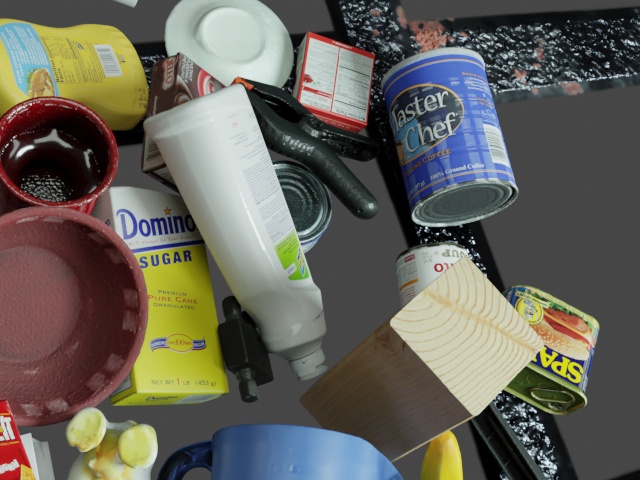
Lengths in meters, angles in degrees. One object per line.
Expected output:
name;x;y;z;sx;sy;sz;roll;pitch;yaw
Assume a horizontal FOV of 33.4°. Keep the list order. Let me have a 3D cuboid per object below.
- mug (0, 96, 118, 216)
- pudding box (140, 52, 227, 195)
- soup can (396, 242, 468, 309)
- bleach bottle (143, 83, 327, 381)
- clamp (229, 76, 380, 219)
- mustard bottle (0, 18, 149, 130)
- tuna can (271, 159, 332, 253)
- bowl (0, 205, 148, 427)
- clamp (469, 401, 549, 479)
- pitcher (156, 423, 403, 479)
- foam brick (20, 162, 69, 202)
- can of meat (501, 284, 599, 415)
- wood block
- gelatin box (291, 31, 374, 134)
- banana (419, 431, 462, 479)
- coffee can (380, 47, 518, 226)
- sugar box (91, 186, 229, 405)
mug;-0.219;-0.056;0.820;0.117;0.082;0.093;25;62;-9
pudding box;-0.111;-0.095;0.941;0.089;0.039;0.113;32;54;-47
soup can;0.106;0.061;0.960;0.068;0.069;0.102;3;66;-19
bleach bottle;-0.056;0.001;0.881;0.251;0.068;0.102;68;24;-9
clamp;-0.010;-0.097;0.976;0.171;0.039;0.120;39;24;-10
mustard bottle;-0.240;-0.138;0.889;0.191;0.058;0.096;-6;68;-46
tuna can;-0.033;-0.029;0.967;0.086;0.034;0.086;8;65;-17
bowl;-0.211;0.052;0.788;0.161;0.055;0.162;-5;100;-31
clamp;0.191;0.239;0.893;0.210;0.036;0.164;44;26;-14
pitcher;-0.040;0.263;0.789;0.144;0.149;0.243;25;61;-37
foam brick;-0.239;-0.043;0.885;0.051;0.053;0.078;18;62;-13
can of meat;0.202;0.099;0.985;0.102;0.058;0.084;28;58;-8
wood block;0.072;0.106;0.846;0.090;0.206;0.091;-38;84;-30
gelatin box;0.011;-0.151;1.041;0.073;0.030;0.089;15;62;-15
banana;0.109;0.247;0.865;0.037;0.070;0.198;-11;89;-24
coffee can;0.121;-0.097;1.015;0.102;0.103;0.140;-3;69;-22
sugar box;-0.134;0.045;0.875;0.093;0.048;0.176;7;66;-43
